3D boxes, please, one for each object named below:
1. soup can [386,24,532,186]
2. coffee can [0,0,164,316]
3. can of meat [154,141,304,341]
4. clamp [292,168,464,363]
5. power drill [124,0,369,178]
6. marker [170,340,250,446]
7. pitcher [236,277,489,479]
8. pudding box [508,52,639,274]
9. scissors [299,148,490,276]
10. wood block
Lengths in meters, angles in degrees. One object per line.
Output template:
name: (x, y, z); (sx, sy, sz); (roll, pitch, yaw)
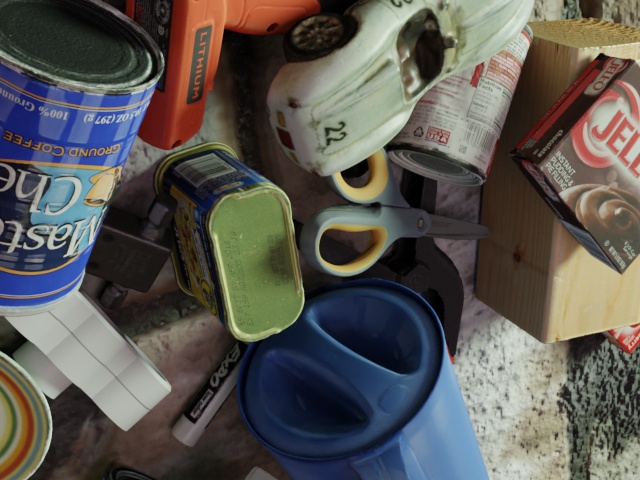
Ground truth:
soup can: (0.088, -0.093, 0.683); (0.068, 0.069, 0.102); (23, 82, -34)
coffee can: (-0.150, -0.047, 0.540); (0.102, 0.103, 0.140); (7, 126, -31)
can of meat: (-0.054, 0.001, 0.648); (0.057, 0.084, 0.102); (-20, 118, -21)
clamp: (0.062, 0.013, 0.747); (0.120, 0.039, 0.171); (-39, 124, -7)
power drill: (-0.022, -0.106, 0.614); (0.187, 0.057, 0.184); (-18, 129, -39)
marker: (-0.058, 0.085, 0.720); (0.020, 0.020, 0.121); (36, 90, -35)
pitcher: (0.050, 0.155, 0.716); (0.149, 0.145, 0.242); (-61, 143, -31)
pudding box: (0.184, -0.048, 0.676); (0.090, 0.039, 0.113); (-47, 124, -4)
scissors: (0.056, -0.029, 0.686); (0.201, 0.016, 0.096); (-17, 109, -48)
wood block: (0.175, -0.045, 0.752); (0.090, 0.091, 0.206); (-9, 114, -25)
